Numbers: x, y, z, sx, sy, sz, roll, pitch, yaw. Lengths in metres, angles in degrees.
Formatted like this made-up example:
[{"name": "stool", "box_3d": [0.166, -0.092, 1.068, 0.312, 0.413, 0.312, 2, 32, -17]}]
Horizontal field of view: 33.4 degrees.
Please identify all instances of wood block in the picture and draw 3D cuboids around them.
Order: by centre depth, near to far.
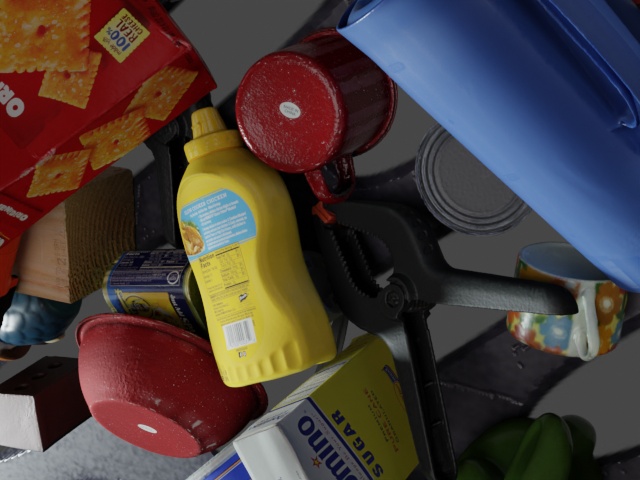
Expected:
[{"name": "wood block", "box_3d": [-0.262, -0.020, 0.867, 0.206, 0.090, 0.090, 10, 110, 24]}]

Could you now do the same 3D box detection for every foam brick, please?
[{"name": "foam brick", "box_3d": [-0.237, 0.139, 0.915, 0.053, 0.078, 0.051, 1, 109, 26]}]

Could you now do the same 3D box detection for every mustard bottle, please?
[{"name": "mustard bottle", "box_3d": [-0.055, 0.001, 0.739, 0.096, 0.058, 0.191, -20, 86, 47]}]

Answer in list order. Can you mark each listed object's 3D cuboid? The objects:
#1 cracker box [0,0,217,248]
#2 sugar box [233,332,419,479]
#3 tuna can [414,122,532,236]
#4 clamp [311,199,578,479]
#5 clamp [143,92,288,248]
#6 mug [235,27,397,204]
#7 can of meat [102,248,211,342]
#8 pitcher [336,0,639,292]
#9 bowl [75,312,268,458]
[{"name": "cracker box", "box_3d": [-0.206, -0.113, 0.740, 0.213, 0.072, 0.164, -37, 68, -2]}, {"name": "sugar box", "box_3d": [0.020, 0.133, 0.730, 0.048, 0.176, 0.093, -27, 94, 30]}, {"name": "tuna can", "box_3d": [0.108, -0.048, 0.709, 0.086, 0.033, 0.086, 8, 110, 24]}, {"name": "clamp", "box_3d": [0.059, 0.049, 0.718, 0.210, 0.036, 0.165, 42, 119, 36]}, {"name": "clamp", "box_3d": [-0.111, -0.078, 0.805, 0.120, 0.039, 0.171, -38, 85, 26]}, {"name": "mug", "box_3d": [-0.003, -0.081, 0.724, 0.093, 0.081, 0.117, -5, 104, 27]}, {"name": "can of meat", "box_3d": [-0.108, 0.052, 0.823, 0.084, 0.057, 0.102, -2, 129, 29]}, {"name": "pitcher", "box_3d": [0.138, -0.084, 0.594, 0.242, 0.149, 0.145, 43, 130, -13]}, {"name": "bowl", "box_3d": [-0.124, 0.122, 0.819, 0.162, 0.055, 0.162, 15, 148, 9]}]
